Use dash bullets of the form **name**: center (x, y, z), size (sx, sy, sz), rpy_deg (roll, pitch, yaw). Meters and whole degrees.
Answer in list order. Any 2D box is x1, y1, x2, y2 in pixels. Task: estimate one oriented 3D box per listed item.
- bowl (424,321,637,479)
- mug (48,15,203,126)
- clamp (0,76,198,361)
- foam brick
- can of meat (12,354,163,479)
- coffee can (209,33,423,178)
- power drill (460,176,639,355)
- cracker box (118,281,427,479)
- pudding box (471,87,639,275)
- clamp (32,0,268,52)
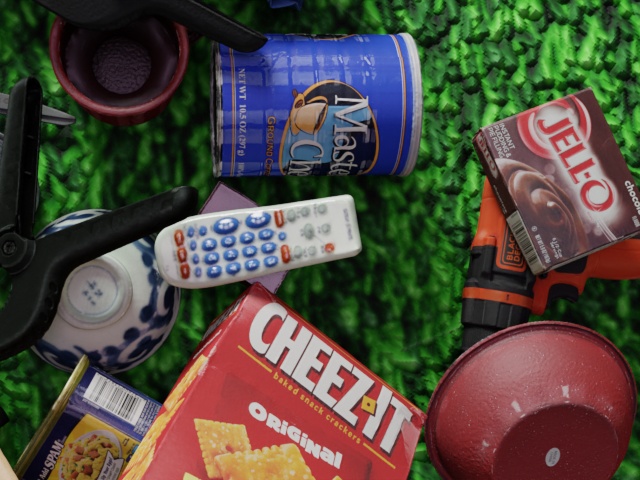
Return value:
- **bowl**: center (0.158, 0.140, 0.760), size (0.162, 0.055, 0.162), rpy_deg (-3, 114, -7)
- **mug**: center (-0.130, -0.132, 0.756), size (0.117, 0.081, 0.093), rpy_deg (-30, 91, -9)
- **clamp**: center (-0.186, 0.009, 0.703), size (0.165, 0.036, 0.210), rpy_deg (26, 83, 22)
- **foam brick**: center (-0.055, 0.001, 0.773), size (0.078, 0.051, 0.053), rpy_deg (32, 83, -5)
- **can of meat**: center (-0.153, 0.142, 0.733), size (0.084, 0.057, 0.102), rpy_deg (31, 115, -8)
- **coffee can**: center (-0.007, -0.096, 0.761), size (0.140, 0.103, 0.103), rpy_deg (-1, 86, -8)
- **power drill**: center (0.200, 0.042, 0.804), size (0.187, 0.057, 0.184), rpy_deg (10, 85, -7)
- **cracker box**: center (-0.031, 0.152, 0.691), size (0.164, 0.072, 0.213), rpy_deg (39, 41, -10)
- **pudding box**: center (0.172, -0.042, 0.765), size (0.090, 0.039, 0.113), rpy_deg (-21, 84, -9)
- **clamp**: center (-0.116, -0.187, 0.686), size (0.171, 0.039, 0.120), rpy_deg (4, 98, -3)
